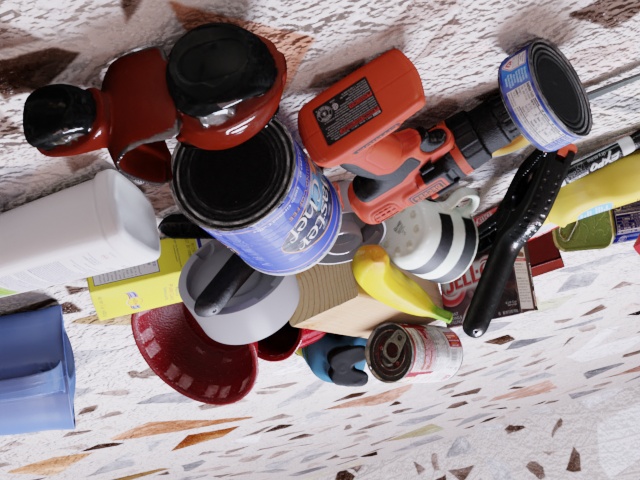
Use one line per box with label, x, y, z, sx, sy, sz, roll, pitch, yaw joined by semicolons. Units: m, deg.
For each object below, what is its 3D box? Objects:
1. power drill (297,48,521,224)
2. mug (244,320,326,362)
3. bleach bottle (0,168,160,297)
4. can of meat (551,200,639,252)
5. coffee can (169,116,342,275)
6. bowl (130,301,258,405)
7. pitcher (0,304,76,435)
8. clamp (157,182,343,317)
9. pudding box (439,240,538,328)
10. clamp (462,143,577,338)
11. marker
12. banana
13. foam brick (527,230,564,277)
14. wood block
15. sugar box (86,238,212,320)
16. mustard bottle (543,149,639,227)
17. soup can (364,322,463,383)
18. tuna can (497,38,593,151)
power drill;0.078;-0.088;0.876;0.185;0.057;0.187;-33;154;15
mug;-0.047;0.082;1.228;0.117;0.093;0.081;17;-164;29
bleach bottle;-0.270;0.013;0.909;0.251;0.068;0.102;-16;161;10
can of meat;0.332;-0.022;1.234;0.083;0.057;0.102;-9;180;-27
coffee can;-0.049;-0.037;0.865;0.103;0.103;0.140;-18;160;10
bowl;-0.129;0.102;1.184;0.162;0.162;0.055;-32;-168;40
pitcher;-0.376;0.147;1.100;0.242;0.145;0.149;-7;139;-13
clamp;-0.056;0.001;0.960;0.171;0.120;0.039;-20;147;1
pudding box;0.188;0.048;1.216;0.039;0.090;0.114;0;168;-45
clamp;0.195;-0.022;1.092;0.036;0.164;0.210;21;118;-8
marker;0.287;-0.085;1.084;0.121;0.020;0.020;-26;160;6
banana;0.071;0.038;1.072;0.070;0.037;0.197;3;163;30
foam brick;0.256;0.016;1.318;0.078;0.051;0.053;-19;161;13
wood block;0.049;0.050;1.203;0.091;0.090;0.205;-25;158;28
sugar box;-0.143;0.031;1.072;0.176;0.048;0.093;-11;160;-8
mustard bottle;0.299;-0.057;1.131;0.192;0.058;0.096;-18;179;11
soup can;0.109;0.129;1.225;0.069;0.068;0.102;-30;156;36
tuna can;0.178;-0.114;0.845;0.034;0.086;0.085;-27;157;36
